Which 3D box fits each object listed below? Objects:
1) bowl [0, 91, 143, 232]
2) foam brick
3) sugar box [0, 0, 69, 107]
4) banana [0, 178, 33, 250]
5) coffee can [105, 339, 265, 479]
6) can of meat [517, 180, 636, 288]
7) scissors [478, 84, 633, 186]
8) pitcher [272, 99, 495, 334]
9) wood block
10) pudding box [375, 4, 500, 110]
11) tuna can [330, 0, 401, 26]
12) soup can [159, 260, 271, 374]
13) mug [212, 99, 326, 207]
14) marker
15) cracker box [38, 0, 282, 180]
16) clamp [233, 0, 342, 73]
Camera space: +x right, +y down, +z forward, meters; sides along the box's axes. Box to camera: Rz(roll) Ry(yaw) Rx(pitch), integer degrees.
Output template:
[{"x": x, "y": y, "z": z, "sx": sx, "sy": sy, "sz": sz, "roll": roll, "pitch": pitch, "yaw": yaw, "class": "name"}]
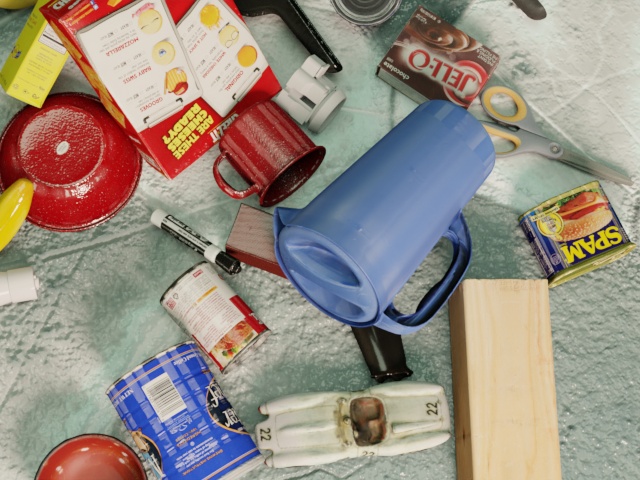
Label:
[{"x": -0.273, "y": -0.093, "z": 1.143, "sx": 0.162, "sy": 0.055, "sz": 0.162, "roll": 1, "pitch": 77, "yaw": -4, "class": "bowl"}, {"x": -0.057, "y": 0.001, "z": 1.136, "sx": 0.078, "sy": 0.053, "sz": 0.051, "roll": 21, "pitch": 75, "yaw": 1, "class": "foam brick"}, {"x": -0.280, "y": -0.232, "z": 1.128, "sx": 0.048, "sy": 0.093, "sz": 0.176, "roll": 24, "pitch": 96, "yaw": -28, "class": "sugar box"}, {"x": -0.375, "y": 0.006, "z": 1.106, "sx": 0.197, "sy": 0.069, "sz": 0.037, "roll": -28, "pitch": 47, "yaw": -7, "class": "banana"}, {"x": -0.134, "y": 0.185, "z": 1.059, "sx": 0.102, "sy": 0.103, "sz": 0.140, "roll": -31, "pitch": 80, "yaw": -11, "class": "coffee can"}, {"x": 0.277, "y": -0.008, "z": 1.161, "sx": 0.102, "sy": 0.057, "sz": 0.084, "roll": -22, "pitch": 76, "yaw": -10, "class": "can of meat"}, {"x": 0.258, "y": -0.121, "z": 1.208, "sx": 0.201, "sy": 0.016, "sz": 0.096, "roll": 8, "pitch": 76, "yaw": -2, "class": "scissors"}, {"x": 0.082, "y": -0.028, "z": 1.098, "sx": 0.145, "sy": 0.149, "sz": 0.242, "roll": 15, "pitch": 50, "yaw": 43, "class": "pitcher"}, {"x": 0.187, "y": 0.149, "z": 1.097, "sx": 0.090, "sy": 0.091, "sz": 0.206, "roll": 0, "pitch": 76, "yaw": -4, "class": "wood block"}, {"x": 0.132, "y": -0.197, "z": 1.205, "sx": 0.113, "sy": 0.039, "sz": 0.090, "roll": 33, "pitch": 77, "yaw": 4, "class": "pudding box"}, {"x": 0.051, "y": -0.285, "z": 1.207, "sx": 0.086, "sy": 0.033, "sz": 0.086, "roll": 1, "pitch": 102, "yaw": 5, "class": "tuna can"}, {"x": -0.109, "y": 0.080, "z": 1.105, "sx": 0.068, "sy": 0.068, "sz": 0.102, "roll": -42, "pitch": 82, "yaw": -12, "class": "soup can"}, {"x": -0.063, "y": -0.089, "z": 1.138, "sx": 0.117, "sy": 0.093, "sz": 0.081, "roll": -37, "pitch": 77, "yaw": -21, "class": "mug"}, {"x": -0.130, "y": 0.002, "z": 1.128, "sx": 0.121, "sy": 0.020, "sz": 0.020, "roll": 32, "pitch": 75, "yaw": 24, "class": "marker"}, {"x": -0.161, "y": -0.197, "z": 1.107, "sx": 0.164, "sy": 0.213, "sz": 0.072, "roll": -41, "pitch": 38, "yaw": -12, "class": "cracker box"}, {"x": -0.041, "y": -0.299, "z": 1.192, "sx": 0.210, "sy": 0.036, "sz": 0.165, "roll": 26, "pitch": 103, "yaw": 15, "class": "clamp"}]
